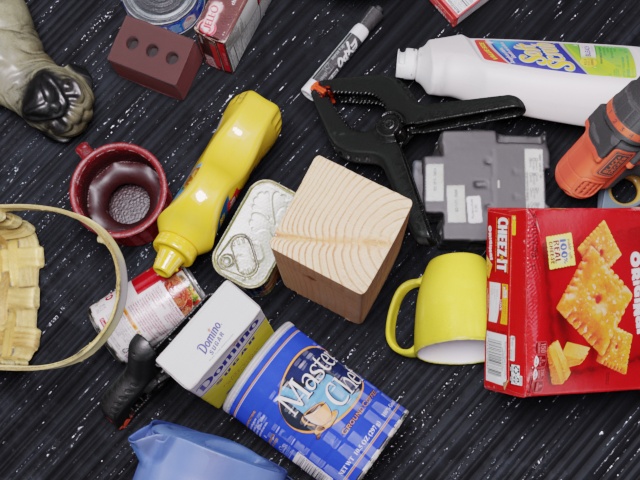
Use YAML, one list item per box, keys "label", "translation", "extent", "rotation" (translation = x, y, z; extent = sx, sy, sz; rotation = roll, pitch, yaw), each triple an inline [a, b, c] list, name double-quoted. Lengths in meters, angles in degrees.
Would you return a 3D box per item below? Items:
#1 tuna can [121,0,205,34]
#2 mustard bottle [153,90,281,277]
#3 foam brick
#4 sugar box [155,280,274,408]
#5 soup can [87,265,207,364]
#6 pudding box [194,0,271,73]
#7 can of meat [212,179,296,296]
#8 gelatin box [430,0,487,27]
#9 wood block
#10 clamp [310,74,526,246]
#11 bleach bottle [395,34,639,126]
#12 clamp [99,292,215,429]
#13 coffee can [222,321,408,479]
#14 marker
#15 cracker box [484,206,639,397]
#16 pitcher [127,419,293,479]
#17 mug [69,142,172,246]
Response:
- label: "tuna can"
  translation: [-0.164, -0.257, 1.110]
  extent: [0.086, 0.034, 0.086]
  rotation: [0, 79, 2]
- label: "mustard bottle"
  translation: [-0.104, -0.047, 1.011]
  extent: [0.058, 0.096, 0.191]
  rotation: [31, 64, -6]
- label: "foam brick"
  translation: [-0.167, -0.185, 1.087]
  extent: [0.078, 0.051, 0.053]
  rotation: [21, 80, 6]
- label: "sugar box"
  translation: [-0.088, 0.099, 0.964]
  extent: [0.048, 0.176, 0.093]
  rotation: [40, 82, 9]
- label: "soup can"
  translation: [-0.164, 0.066, 1.029]
  extent: [0.102, 0.068, 0.068]
  rotation: [-33, 80, -4]
- label: "pudding box"
  translation: [-0.083, -0.235, 1.075]
  extent: [0.039, 0.090, 0.113]
  rotation: [27, 80, 5]
- label: "can of meat"
  translation: [-0.057, 0.001, 1.030]
  extent: [0.057, 0.084, 0.102]
  rotation: [27, 81, 7]
- label: "gelatin box"
  translation: [0.149, -0.276, 1.106]
  extent: [0.089, 0.030, 0.073]
  rotation: [-39, 81, -5]
- label: "wood block"
  translation: [0.019, 0.007, 0.964]
  extent: [0.091, 0.206, 0.090]
  rotation: [27, 81, 6]
- label: "clamp"
  translation: [0.081, -0.110, 1.027]
  extent: [0.210, 0.036, 0.164]
  rotation: [39, 87, 29]
- label: "bleach bottle"
  translation: [0.199, -0.158, 1.050]
  extent: [0.251, 0.068, 0.102]
  rotation: [6, 38, 4]
- label: "clamp"
  translation: [-0.163, 0.121, 0.981]
  extent: [0.039, 0.120, 0.172]
  rotation: [47, 118, 17]
- label: "coffee can"
  translation: [-0.004, 0.157, 0.987]
  extent: [0.140, 0.103, 0.103]
  rotation: [36, 82, 8]
- label: "marker"
  translation: [0.024, -0.195, 1.099]
  extent: [0.020, 0.020, 0.121]
  rotation: [37, 82, 8]
- label: "cracker box"
  translation: [0.254, 0.051, 0.959]
  extent: [0.213, 0.072, 0.164]
  rotation: [0, 92, -23]
- label: "pitcher"
  translation: [-0.122, 0.296, 0.960]
  extent: [0.149, 0.145, 0.243]
  rotation: [18, 83, 18]
- label: "mug"
  translation: [-0.198, -0.049, 1.046]
  extent: [0.093, 0.081, 0.117]
  rotation: [-44, 81, -6]
